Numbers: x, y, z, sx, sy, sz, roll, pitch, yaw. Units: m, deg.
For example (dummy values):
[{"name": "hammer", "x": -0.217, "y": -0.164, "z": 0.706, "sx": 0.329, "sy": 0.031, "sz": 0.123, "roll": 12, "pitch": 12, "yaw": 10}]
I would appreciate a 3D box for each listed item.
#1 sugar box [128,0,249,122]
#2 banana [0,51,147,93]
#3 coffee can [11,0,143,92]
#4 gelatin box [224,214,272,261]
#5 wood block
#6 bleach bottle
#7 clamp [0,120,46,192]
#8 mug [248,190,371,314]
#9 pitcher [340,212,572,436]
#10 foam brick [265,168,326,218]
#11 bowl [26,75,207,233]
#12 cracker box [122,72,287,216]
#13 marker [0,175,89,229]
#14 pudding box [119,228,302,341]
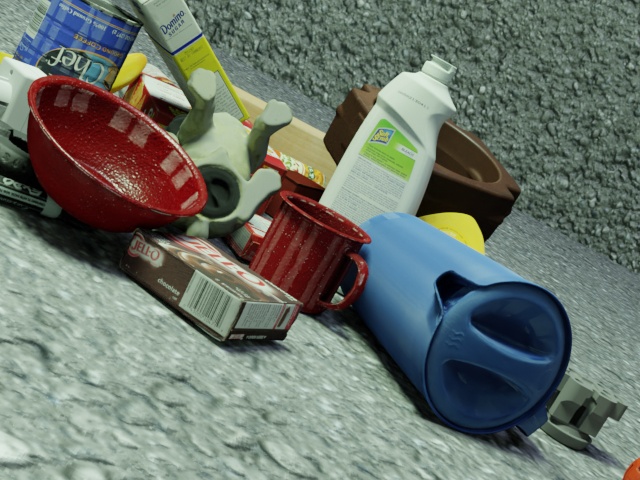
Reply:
[{"name": "sugar box", "x": -0.144, "y": -0.201, "z": 1.125, "sx": 0.093, "sy": 0.048, "sz": 0.176, "roll": 45, "pitch": -14, "yaw": 50}, {"name": "banana", "x": -0.285, "y": -0.191, "z": 1.217, "sx": 0.197, "sy": 0.069, "sz": 0.037, "roll": 1, "pitch": -7, "yaw": -35}, {"name": "coffee can", "x": -0.255, "y": -0.179, "z": 1.076, "sx": 0.102, "sy": 0.140, "sz": 0.103, "roll": 28, "pitch": 11, "yaw": -6}, {"name": "gelatin box", "x": -0.057, "y": 0.001, "z": 1.043, "sx": 0.073, "sy": 0.030, "sz": 0.089, "roll": 24, "pitch": 12, "yaw": -32}, {"name": "wood block", "x": -0.074, "y": -0.136, "z": 1.466, "sx": 0.206, "sy": 0.090, "sz": 0.091, "roll": 27, "pitch": 11, "yaw": -8}, {"name": "bleach bottle", "x": 0.070, "y": -0.065, "z": 1.078, "sx": 0.102, "sy": 0.251, "sz": 0.068, "roll": 30, "pitch": 11, "yaw": 3}, {"name": "clamp", "x": -0.272, "y": -0.080, "z": 0.852, "sx": 0.210, "sy": 0.036, "sz": 0.164, "roll": 31, "pitch": 10, "yaw": -3}, {"name": "mug", "x": -0.005, "y": 0.019, "z": 0.955, "sx": 0.117, "sy": 0.081, "sz": 0.093, "roll": 36, "pitch": 13, "yaw": 33}, {"name": "pitcher", "x": 0.109, "y": 0.067, "z": 0.948, "sx": 0.144, "sy": 0.149, "sz": 0.243, "roll": 5, "pitch": 16, "yaw": -21}, {"name": "foam brick", "x": -0.038, "y": -0.054, "z": 1.284, "sx": 0.053, "sy": 0.051, "sz": 0.078, "roll": 34, "pitch": 12, "yaw": 28}, {"name": "bowl", "x": -0.169, "y": -0.056, "z": 0.832, "sx": 0.162, "sy": 0.055, "sz": 0.162, "roll": 35, "pitch": 21, "yaw": -16}, {"name": "cracker box", "x": -0.146, "y": -0.117, "z": 1.251, "sx": 0.164, "sy": 0.072, "sz": 0.214, "roll": 23, "pitch": 13, "yaw": -22}, {"name": "marker", "x": -0.227, "y": -0.034, "z": 0.806, "sx": 0.120, "sy": 0.020, "sz": 0.020, "roll": 21, "pitch": 13, "yaw": -33}, {"name": "pudding box", "x": -0.082, "y": 0.034, "z": 0.807, "sx": 0.114, "sy": 0.039, "sz": 0.089, "roll": 34, "pitch": 12, "yaw": 26}]
